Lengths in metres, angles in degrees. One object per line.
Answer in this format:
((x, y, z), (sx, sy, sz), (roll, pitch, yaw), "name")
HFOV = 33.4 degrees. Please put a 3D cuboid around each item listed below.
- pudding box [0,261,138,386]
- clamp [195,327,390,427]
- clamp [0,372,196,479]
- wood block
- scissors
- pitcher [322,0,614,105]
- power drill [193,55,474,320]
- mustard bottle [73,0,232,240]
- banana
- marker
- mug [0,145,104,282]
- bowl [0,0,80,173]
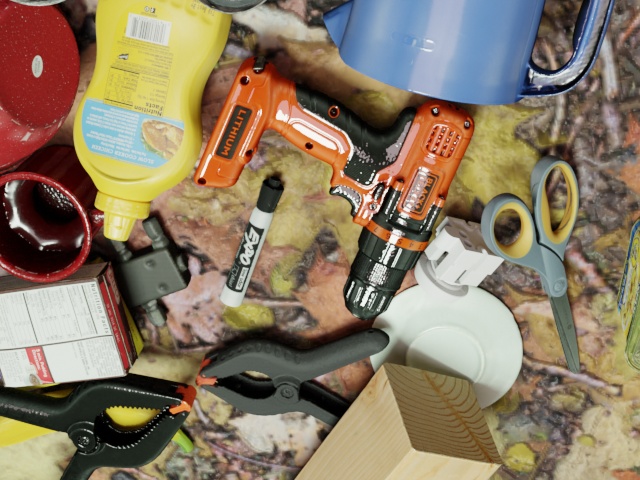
((-0.215, 0.070, 0.871), (0.113, 0.039, 0.090), (-8, 109, 11), "pudding box")
((-0.019, 0.112, 0.913), (0.171, 0.039, 0.120), (11, 118, 0), "clamp")
((-0.208, 0.157, 0.920), (0.210, 0.036, 0.164), (-26, 111, 18), "clamp")
((0.049, 0.209, 0.896), (0.090, 0.091, 0.206), (15, 126, -27), "wood block")
((0.169, 0.032, 0.841), (0.096, 0.016, 0.202), (-16, 116, -23), "scissors")
((0.110, -0.215, 0.695), (0.149, 0.145, 0.243), (1, 116, -27), "pitcher")
((0.003, -0.045, 0.816), (0.187, 0.057, 0.184), (21, 106, -8), "power drill")
((-0.132, -0.094, 0.791), (0.096, 0.058, 0.192), (15, 97, 9), "mustard bottle")
((-0.216, 0.164, 0.967), (0.198, 0.037, 0.070), (2, 113, 7), "banana")
((-0.056, 0.001, 0.878), (0.020, 0.020, 0.121), (21, 116, -2), "marker")
((-0.204, -0.027, 0.851), (0.117, 0.081, 0.093), (-5, 114, 11), "mug")
((-0.222, -0.125, 0.759), (0.055, 0.161, 0.162), (5, 117, 29), "bowl")
